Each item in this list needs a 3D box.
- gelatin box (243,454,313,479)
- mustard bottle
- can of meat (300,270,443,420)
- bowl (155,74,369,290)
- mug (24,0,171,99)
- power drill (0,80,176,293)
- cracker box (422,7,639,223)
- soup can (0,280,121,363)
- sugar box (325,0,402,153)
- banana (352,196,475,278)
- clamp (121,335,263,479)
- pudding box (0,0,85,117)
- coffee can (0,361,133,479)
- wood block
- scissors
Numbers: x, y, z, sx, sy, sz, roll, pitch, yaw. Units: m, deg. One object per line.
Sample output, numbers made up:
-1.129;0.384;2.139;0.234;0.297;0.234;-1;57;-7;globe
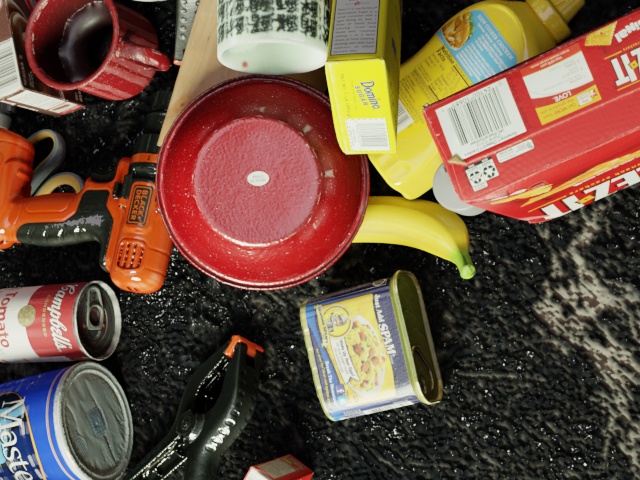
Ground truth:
-0.049;0.215;0.833;0.030;0.073;0.089;32;98;20;gelatin box
0.114;-0.123;0.798;0.192;0.058;0.096;-38;55;15;mustard bottle
0.038;0.082;0.817;0.084;0.057;0.102;-16;80;22;can of meat
-0.044;-0.042;0.771;0.162;0.055;0.162;0;92;1;bowl
-0.180;-0.165;0.912;0.117;0.081;0.093;13;91;23;mug
-0.200;-0.054;0.908;0.188;0.057;0.184;5;74;18;power drill
0.178;-0.074;0.686;0.164;0.213;0.072;-24;79;19;cracker box
-0.234;0.071;0.924;0.102;0.068;0.068;-5;84;23;soup can
0.036;-0.157;0.773;0.048;0.093;0.176;1;53;10;sugar box
0.033;-0.009;0.823;0.198;0.069;0.037;4;119;26;banana
-0.103;0.157;0.865;0.120;0.039;0.171;8;67;45;clamp
-0.256;-0.172;0.940;0.039;0.089;0.113;-14;81;23;pudding box
-0.245;0.166;0.902;0.140;0.102;0.103;-15;80;21;coffee can
-0.043;-0.157;0.850;0.090;0.090;0.206;18;93;22;wood block
-0.281;-0.006;0.977;0.096;0.016;0.202;36;100;21;scissors
